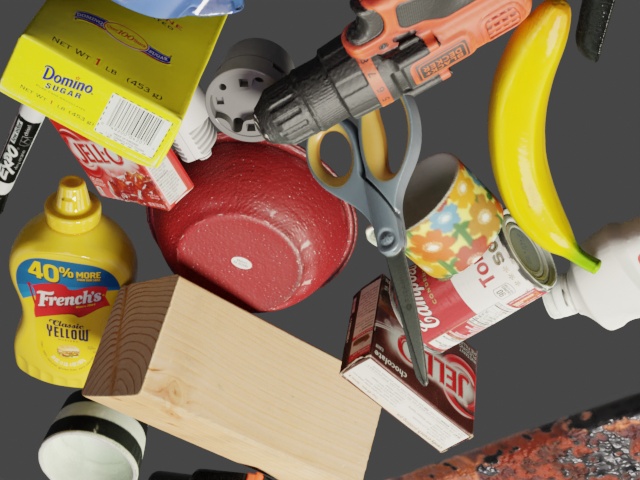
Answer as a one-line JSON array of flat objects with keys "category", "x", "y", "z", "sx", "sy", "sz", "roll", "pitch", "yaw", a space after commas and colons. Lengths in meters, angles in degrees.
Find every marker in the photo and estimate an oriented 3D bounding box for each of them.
[{"category": "marker", "x": -0.226, "y": -0.061, "z": 0.784, "sx": 0.020, "sy": 0.020, "sz": 0.121, "roll": 27, "pitch": 128, "yaw": -12}]

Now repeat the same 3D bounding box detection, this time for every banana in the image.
[{"category": "banana", "x": 0.142, "y": -0.067, "z": 0.701, "sx": 0.070, "sy": 0.037, "sz": 0.198, "roll": 2, "pitch": 126, "yaw": 28}]

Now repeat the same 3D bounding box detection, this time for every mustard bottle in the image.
[{"category": "mustard bottle", "x": -0.190, "y": 0.030, "z": 0.826, "sx": 0.096, "sy": 0.058, "sz": 0.192, "roll": 9, "pitch": 129, "yaw": -1}]

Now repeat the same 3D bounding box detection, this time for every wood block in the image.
[{"category": "wood block", "x": -0.060, "y": 0.113, "z": 0.807, "sx": 0.205, "sy": 0.090, "sz": 0.090, "roll": 30, "pitch": 155, "yaw": -31}]

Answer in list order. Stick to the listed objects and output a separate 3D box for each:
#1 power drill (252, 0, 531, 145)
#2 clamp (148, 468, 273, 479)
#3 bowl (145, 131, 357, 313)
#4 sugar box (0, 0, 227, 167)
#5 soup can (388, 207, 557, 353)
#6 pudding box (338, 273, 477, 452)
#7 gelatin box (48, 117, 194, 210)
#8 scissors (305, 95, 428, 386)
[{"category": "power drill", "x": 0.020, "y": -0.137, "z": 0.590, "sx": 0.184, "sy": 0.057, "sz": 0.187, "roll": -30, "pitch": 155, "yaw": 6}, {"category": "clamp", "x": -0.060, "y": 0.226, "z": 0.927, "sx": 0.164, "sy": 0.036, "sz": 0.210, "roll": 17, "pitch": 161, "yaw": -11}, {"category": "bowl", "x": -0.055, "y": 0.001, "z": 0.782, "sx": 0.162, "sy": 0.055, "sz": 0.162, "roll": 4, "pitch": 129, "yaw": 5}, {"category": "sugar box", "x": -0.107, "y": -0.123, "z": 0.612, "sx": 0.093, "sy": 0.176, "sz": 0.048, "roll": 28, "pitch": 129, "yaw": -14}, {"category": "soup can", "x": 0.109, "y": 0.029, "z": 0.769, "sx": 0.102, "sy": 0.068, "sz": 0.068, "roll": -34, "pitch": 116, "yaw": 30}, {"category": "pudding box", "x": 0.070, "y": 0.094, "z": 0.813, "sx": 0.113, "sy": 0.090, "sz": 0.039, "roll": 37, "pitch": 125, "yaw": -19}, {"category": "gelatin box", "x": -0.139, "y": -0.061, "z": 0.736, "sx": 0.089, "sy": 0.030, "sz": 0.073, "roll": 13, "pitch": 141, "yaw": 45}, {"category": "scissors", "x": 0.031, "y": -0.007, "z": 0.706, "sx": 0.096, "sy": 0.202, "sz": 0.016, "roll": -3, "pitch": 173, "yaw": 36}]
